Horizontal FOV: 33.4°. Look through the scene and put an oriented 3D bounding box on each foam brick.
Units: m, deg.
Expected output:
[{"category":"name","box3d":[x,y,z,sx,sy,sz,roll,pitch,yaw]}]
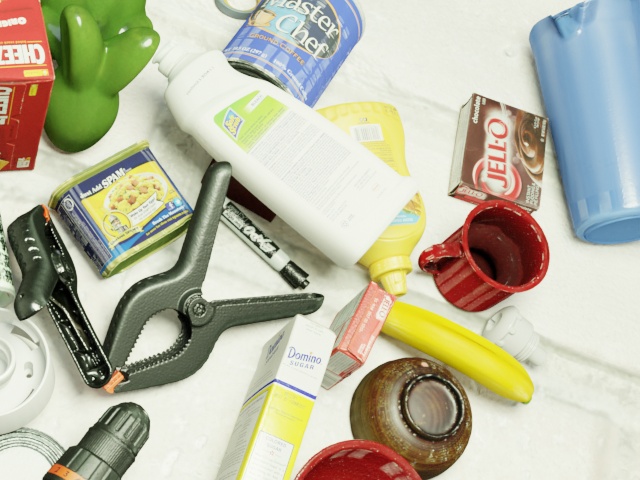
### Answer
[{"category":"foam brick","box3d":[-0.062,-0.065,0.991,0.078,0.053,0.051,30,60,-8]}]

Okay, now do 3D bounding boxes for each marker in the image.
[{"category":"marker","box3d":[-0.056,0.001,0.984,0.121,0.020,0.020,43,59,0]}]

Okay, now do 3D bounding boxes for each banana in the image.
[{"category":"banana","box3d":[0.124,0.104,0.984,0.197,0.070,0.037,31,63,-7]}]

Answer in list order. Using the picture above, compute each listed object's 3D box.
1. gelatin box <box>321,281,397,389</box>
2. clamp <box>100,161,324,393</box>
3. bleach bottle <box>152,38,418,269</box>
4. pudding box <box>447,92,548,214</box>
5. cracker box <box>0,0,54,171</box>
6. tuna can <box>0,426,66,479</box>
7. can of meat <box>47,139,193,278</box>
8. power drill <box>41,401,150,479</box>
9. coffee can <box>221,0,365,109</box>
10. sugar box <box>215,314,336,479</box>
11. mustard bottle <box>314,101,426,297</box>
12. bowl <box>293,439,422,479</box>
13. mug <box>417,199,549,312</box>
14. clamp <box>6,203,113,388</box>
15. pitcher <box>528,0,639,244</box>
[{"category":"gelatin box","box3d":[0.027,0.085,0.940,0.030,0.089,0.073,33,60,-6]},{"category":"clamp","box3d":[-0.100,0.059,0.913,0.210,0.036,0.164,-49,114,-15]},{"category":"bleach bottle","box3d":[-0.040,-0.091,0.941,0.251,0.068,0.102,41,70,1]},{"category":"pudding box","box3d":[0.185,-0.087,1.107,0.090,0.039,0.113,17,63,-14]},{"category":"cracker box","box3d":[-0.281,-0.185,0.891,0.072,0.164,0.214,-7,71,-23]},{"category":"tuna can","box3d":[-0.235,0.190,0.823,0.086,0.034,0.086,8,65,-18]},{"category":"can of meat","box3d":[-0.170,-0.026,0.930,0.102,0.058,0.084,-34,85,-30]},{"category":"power drill","box3d":[-0.141,0.240,0.803,0.187,0.057,0.184,44,63,-13]},{"category":"coffee can","box3d":[-0.032,-0.180,1.024,0.103,0.103,0.140,35,60,-5]},{"category":"sugar box","box3d":[-0.042,0.157,0.880,0.048,0.093,0.176,28,61,-10]},{"category":"mustard bottle","box3d":[0.050,-0.037,1.021,0.096,0.058,0.191,-6,70,-23]},{"category":"bowl","box3d":[0.021,0.247,0.876,0.161,0.055,0.162,12,69,-32]},{"category":"mug","box3d":[0.148,0.019,1.022,0.117,0.082,0.093,0,68,-22]},{"category":"clamp","box3d":[-0.220,0.029,0.850,0.039,0.120,0.171,-28,57,-5]},{"category":"pitcher","box3d":[0.310,-0.123,1.132,0.149,0.145,0.243,-2,72,-10]}]
